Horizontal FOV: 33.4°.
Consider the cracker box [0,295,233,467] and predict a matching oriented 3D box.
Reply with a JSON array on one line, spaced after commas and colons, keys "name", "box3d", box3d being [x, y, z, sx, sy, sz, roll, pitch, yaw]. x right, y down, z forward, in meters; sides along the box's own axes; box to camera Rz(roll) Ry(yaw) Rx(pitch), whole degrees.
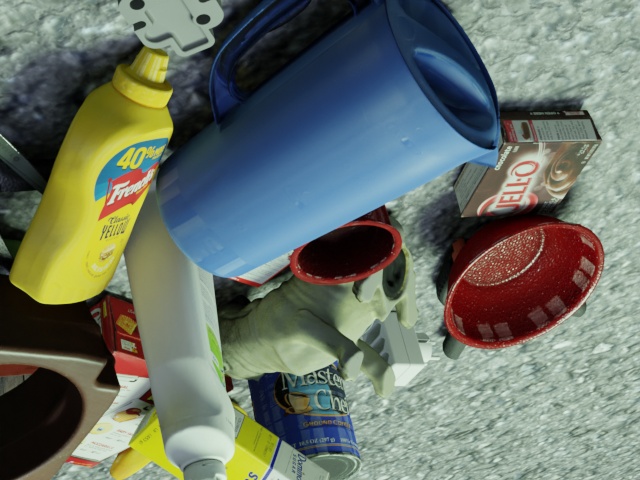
[{"name": "cracker box", "box3d": [-0.222, 0.147, 1.067, 0.214, 0.072, 0.164, -32, 145, 25]}]

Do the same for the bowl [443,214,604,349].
[{"name": "bowl", "box3d": [0.181, 0.028, 1.001, 0.162, 0.055, 0.162, -12, 135, -13]}]

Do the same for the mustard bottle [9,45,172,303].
[{"name": "mustard bottle", "box3d": [-0.152, -0.049, 0.757, 0.192, 0.058, 0.096, -63, 163, 21]}]

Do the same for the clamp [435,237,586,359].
[{"name": "clamp", "box3d": [0.187, 0.054, 1.106, 0.165, 0.036, 0.210, -18, 146, 10]}]

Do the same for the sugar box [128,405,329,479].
[{"name": "sugar box", "box3d": [-0.088, 0.213, 1.036, 0.176, 0.048, 0.093, 38, 127, -11]}]

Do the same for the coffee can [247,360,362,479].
[{"name": "coffee can", "box3d": [-0.020, 0.184, 1.134, 0.102, 0.140, 0.103, -10, 148, -6]}]

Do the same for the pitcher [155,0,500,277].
[{"name": "pitcher", "box3d": [-0.008, -0.076, 0.759, 0.243, 0.149, 0.144, -30, 163, 30]}]

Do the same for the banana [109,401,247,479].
[{"name": "banana", "box3d": [-0.148, 0.215, 1.194, 0.197, 0.069, 0.037, -5, -177, -43]}]

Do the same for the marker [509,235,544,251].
[{"name": "marker", "box3d": [0.215, 0.002, 1.054, 0.120, 0.020, 0.020, 17, 137, -40]}]

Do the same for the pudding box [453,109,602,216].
[{"name": "pudding box", "box3d": [0.174, -0.064, 0.914, 0.090, 0.039, 0.114, -3, 147, -16]}]

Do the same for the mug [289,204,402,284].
[{"name": "mug", "box3d": [0.017, -0.028, 0.870, 0.093, 0.081, 0.117, 1, 146, -22]}]

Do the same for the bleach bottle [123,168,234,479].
[{"name": "bleach bottle", "box3d": [-0.108, 0.073, 0.820, 0.068, 0.251, 0.102, -16, 148, 3]}]
